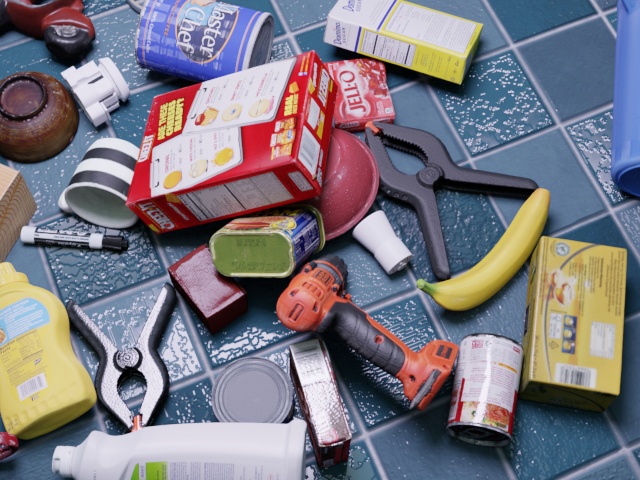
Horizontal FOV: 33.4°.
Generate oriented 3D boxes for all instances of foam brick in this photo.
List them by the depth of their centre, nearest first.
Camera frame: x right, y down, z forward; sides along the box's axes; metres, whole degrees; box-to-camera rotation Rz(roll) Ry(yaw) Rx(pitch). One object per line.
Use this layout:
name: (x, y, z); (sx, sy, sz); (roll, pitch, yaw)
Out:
foam brick: (-0.122, 0.054, 1.167); (0.051, 0.053, 0.078); (-35, 69, -15)

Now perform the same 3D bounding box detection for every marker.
marker: (-0.278, -0.001, 1.211); (0.121, 0.020, 0.020); (5, 65, 2)

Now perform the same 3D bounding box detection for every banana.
banana: (0.191, 0.021, 1.178); (0.197, 0.069, 0.037); (-37, 42, -21)

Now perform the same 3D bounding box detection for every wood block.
wood block: (-0.439, -0.059, 1.199); (0.206, 0.090, 0.090); (22, 66, 10)

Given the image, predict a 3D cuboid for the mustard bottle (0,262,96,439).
mustard bottle: (-0.312, 0.107, 1.137); (0.096, 0.058, 0.192); (-29, 67, 7)

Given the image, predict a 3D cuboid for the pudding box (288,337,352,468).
pudding box: (-0.001, 0.168, 1.094); (0.039, 0.090, 0.113); (-13, 65, -8)

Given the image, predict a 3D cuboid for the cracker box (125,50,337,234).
cracker box: (-0.094, -0.105, 1.173); (0.214, 0.072, 0.164); (-13, 49, 26)

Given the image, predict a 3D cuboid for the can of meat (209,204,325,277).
can of meat: (-0.058, 0.001, 1.144); (0.102, 0.057, 0.083); (-1, 20, 23)

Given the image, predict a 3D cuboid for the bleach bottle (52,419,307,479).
bleach bottle: (-0.141, 0.223, 1.066); (0.251, 0.102, 0.068); (4, 23, 3)

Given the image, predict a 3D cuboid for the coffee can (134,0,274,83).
coffee can: (-0.137, -0.238, 1.276); (0.140, 0.103, 0.102); (16, 66, 7)

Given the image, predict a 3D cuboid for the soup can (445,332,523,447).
soup can: (0.172, 0.155, 1.112); (0.068, 0.068, 0.102); (11, 65, 5)

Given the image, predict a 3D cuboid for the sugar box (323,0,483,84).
sugar box: (0.101, -0.252, 1.300); (0.176, 0.048, 0.093); (17, 41, 11)

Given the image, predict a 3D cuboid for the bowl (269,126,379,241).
bowl: (-0.017, -0.077, 1.208); (0.162, 0.055, 0.162); (-7, 59, 11)

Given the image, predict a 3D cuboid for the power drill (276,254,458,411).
power drill: (0.051, 0.088, 1.110); (0.187, 0.184, 0.057); (32, 109, 4)

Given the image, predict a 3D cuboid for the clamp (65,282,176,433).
clamp: (-0.196, 0.123, 1.144); (0.120, 0.039, 0.171); (-20, 70, -4)

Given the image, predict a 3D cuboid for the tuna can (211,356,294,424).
tuna can: (-0.070, 0.168, 1.122); (0.086, 0.034, 0.086); (-2, 65, 3)

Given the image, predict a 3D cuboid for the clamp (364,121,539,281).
clamp: (0.137, -0.071, 1.234); (0.164, 0.036, 0.210); (-35, 69, -15)

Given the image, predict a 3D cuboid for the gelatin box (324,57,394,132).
gelatin box: (0.046, -0.175, 1.286); (0.073, 0.030, 0.089); (-7, 65, -4)
